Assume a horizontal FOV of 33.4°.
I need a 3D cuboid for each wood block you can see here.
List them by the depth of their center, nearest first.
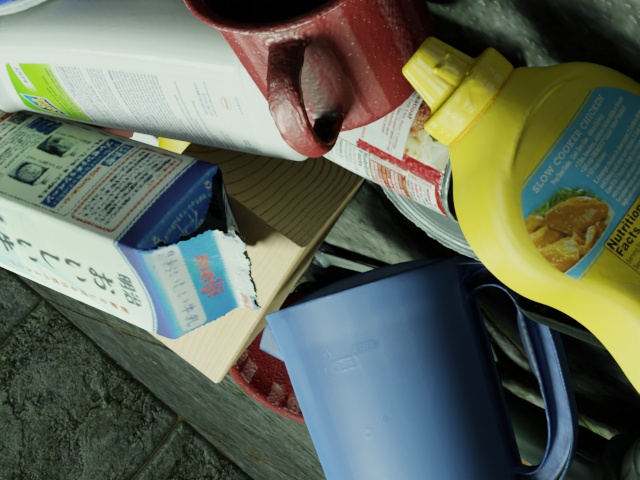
[{"bbox_3d":[-0.054,0.000,0.706,0.091,0.090,0.206,37,145,3],"label":"wood block"}]

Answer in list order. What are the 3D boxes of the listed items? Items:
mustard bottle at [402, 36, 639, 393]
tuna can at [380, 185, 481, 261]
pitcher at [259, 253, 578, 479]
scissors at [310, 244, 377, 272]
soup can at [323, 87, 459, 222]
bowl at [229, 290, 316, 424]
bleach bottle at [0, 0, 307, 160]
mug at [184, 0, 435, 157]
[{"bbox_3d":[0.111,-0.012,0.418,0.191,0.096,0.058,39,164,-3],"label":"mustard bottle"},{"bbox_3d":[0.073,-0.029,0.563,0.086,0.033,0.086,35,163,12],"label":"tuna can"},{"bbox_3d":[0.072,0.132,0.656,0.149,0.144,0.243,-26,81,68],"label":"pitcher"},{"bbox_3d":[-0.015,-0.002,0.847,0.096,0.016,0.202,47,159,-20],"label":"scissors"},{"bbox_3d":[0.038,-0.059,0.498,0.102,0.068,0.068,29,161,30],"label":"soup can"},{"bbox_3d":[0.001,0.092,0.890,0.162,0.055,0.162,12,140,10],"label":"bowl"},{"bbox_3d":[-0.124,-0.103,0.579,0.251,0.068,0.102,10,153,19],"label":"bleach bottle"},{"bbox_3d":[-0.001,-0.088,0.435,0.093,0.117,0.081,-7,150,19],"label":"mug"}]
